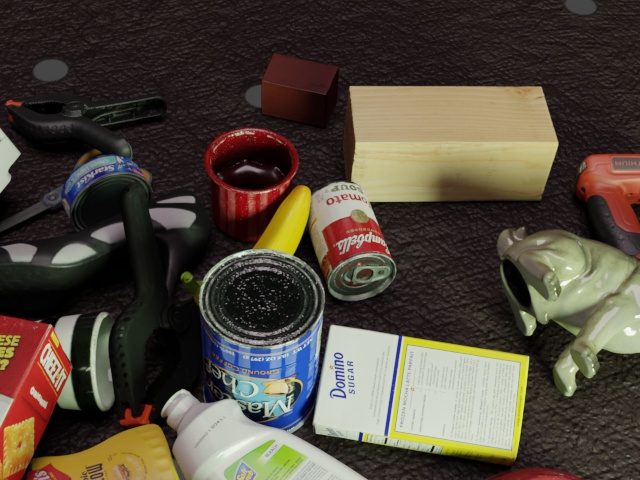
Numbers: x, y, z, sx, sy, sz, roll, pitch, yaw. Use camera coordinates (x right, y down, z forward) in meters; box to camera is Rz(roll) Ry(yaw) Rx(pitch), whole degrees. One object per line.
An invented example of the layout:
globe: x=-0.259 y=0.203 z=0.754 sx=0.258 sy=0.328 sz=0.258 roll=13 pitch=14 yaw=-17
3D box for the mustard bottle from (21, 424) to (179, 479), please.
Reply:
mustard bottle: x=-0.208 y=0.214 z=0.846 sx=0.191 sy=0.058 sz=0.096 roll=-14 pitch=50 yaw=-15

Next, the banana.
banana: x=-0.060 y=0.018 z=0.992 sx=0.037 sy=0.070 sz=0.197 roll=20 pitch=37 yaw=22

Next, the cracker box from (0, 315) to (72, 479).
cracker box: x=-0.310 y=0.156 z=0.815 sx=0.164 sy=0.072 sz=0.213 roll=8 pitch=53 yaw=14

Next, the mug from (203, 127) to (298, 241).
mug: x=-0.077 y=-0.061 z=1.081 sx=0.093 sy=0.081 sz=0.117 roll=-26 pitch=55 yaw=-24

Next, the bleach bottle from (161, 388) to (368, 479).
bleach bottle: x=-0.020 y=0.200 z=0.846 sx=0.251 sy=0.068 sz=0.102 roll=36 pitch=57 yaw=17

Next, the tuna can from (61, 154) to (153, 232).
tuna can: x=-0.211 y=-0.043 z=1.055 sx=0.086 sy=0.086 sz=0.034 roll=-20 pitch=51 yaw=-20

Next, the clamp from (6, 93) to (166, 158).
clamp: x=-0.259 y=-0.124 z=1.146 sx=0.171 sy=0.039 sz=0.120 roll=0 pitch=28 yaw=6

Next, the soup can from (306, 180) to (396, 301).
soup can: x=0.027 y=-0.001 z=1.044 sx=0.068 sy=0.068 sz=0.102 roll=-9 pitch=49 yaw=-11

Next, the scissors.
scissors: x=-0.254 y=-0.036 z=1.092 sx=0.096 sy=0.016 sz=0.201 roll=27 pitch=52 yaw=22

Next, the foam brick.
foam brick: x=-0.024 y=-0.168 z=1.200 sx=0.078 sy=0.051 sz=0.053 roll=14 pitch=50 yaw=9

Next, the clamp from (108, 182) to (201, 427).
clamp: x=-0.144 y=0.062 z=0.951 sx=0.036 sy=0.164 sz=0.210 roll=-16 pitch=43 yaw=41

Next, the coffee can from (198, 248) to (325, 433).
coffee can: x=-0.051 y=0.091 z=0.909 sx=0.103 sy=0.140 sz=0.103 roll=2 pitch=49 yaw=-2

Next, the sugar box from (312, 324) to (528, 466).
sugar box: x=0.087 y=0.135 z=0.930 sx=0.176 sy=0.048 sz=0.093 roll=9 pitch=68 yaw=7

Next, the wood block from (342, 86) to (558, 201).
wood block: x=0.131 y=-0.101 z=1.125 sx=0.206 sy=0.090 sz=0.091 roll=-1 pitch=49 yaw=-5
